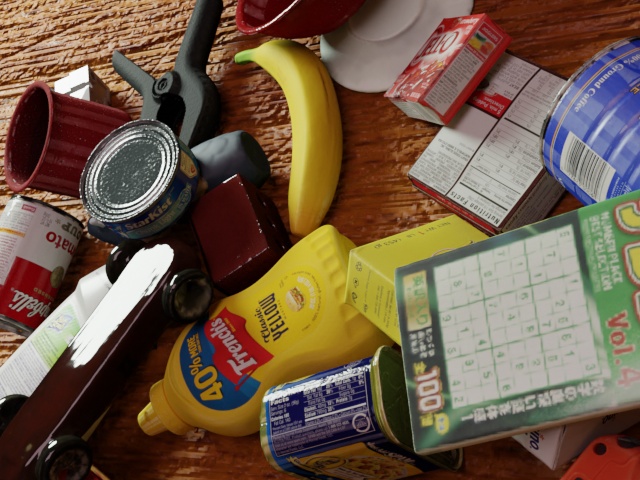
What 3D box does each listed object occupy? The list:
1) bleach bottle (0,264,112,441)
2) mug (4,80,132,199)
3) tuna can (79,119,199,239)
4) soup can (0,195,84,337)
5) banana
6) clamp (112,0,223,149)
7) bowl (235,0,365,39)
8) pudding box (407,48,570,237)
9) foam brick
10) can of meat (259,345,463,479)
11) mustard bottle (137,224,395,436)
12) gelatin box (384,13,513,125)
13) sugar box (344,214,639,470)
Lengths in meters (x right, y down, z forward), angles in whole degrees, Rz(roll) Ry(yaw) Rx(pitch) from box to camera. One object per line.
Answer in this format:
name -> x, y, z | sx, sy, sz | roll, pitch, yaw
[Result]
bleach bottle -> -0.193, 0.109, 0.807 | 0.251, 0.068, 0.103 | -49, 50, -1
mug -> -0.213, -0.077, 0.896 | 0.117, 0.081, 0.093 | -6, 75, 52
tuna can -> -0.133, -0.044, 0.786 | 0.086, 0.033, 0.086 | -13, 58, 22
soup can -> -0.245, 0.022, 0.883 | 0.069, 0.068, 0.102 | 8, 70, 36
banana -> -0.015, -0.092, 0.813 | 0.070, 0.037, 0.198 | -43, 46, 30
clamp -> -0.130, -0.124, 0.904 | 0.120, 0.039, 0.171 | -24, 54, 33
bowl -> 0.004, -0.214, 0.830 | 0.162, 0.055, 0.162 | -40, 31, 31
pudding box -> 0.125, -0.061, 0.700 | 0.090, 0.039, 0.113 | 37, 91, 40
foam brick -> -0.055, 0.001, 0.777 | 0.051, 0.053, 0.078 | -35, 53, 14
can of meat -> 0.025, 0.111, 0.635 | 0.084, 0.102, 0.057 | -21, 57, 26
mustard bottle -> -0.046, 0.078, 0.727 | 0.192, 0.058, 0.096 | -35, 55, 14
gelatin box -> 0.085, -0.119, 0.735 | 0.073, 0.030, 0.089 | -52, 15, 1
sugar box -> 0.104, 0.050, 0.619 | 0.176, 0.093, 0.048 | 34, 132, 41
